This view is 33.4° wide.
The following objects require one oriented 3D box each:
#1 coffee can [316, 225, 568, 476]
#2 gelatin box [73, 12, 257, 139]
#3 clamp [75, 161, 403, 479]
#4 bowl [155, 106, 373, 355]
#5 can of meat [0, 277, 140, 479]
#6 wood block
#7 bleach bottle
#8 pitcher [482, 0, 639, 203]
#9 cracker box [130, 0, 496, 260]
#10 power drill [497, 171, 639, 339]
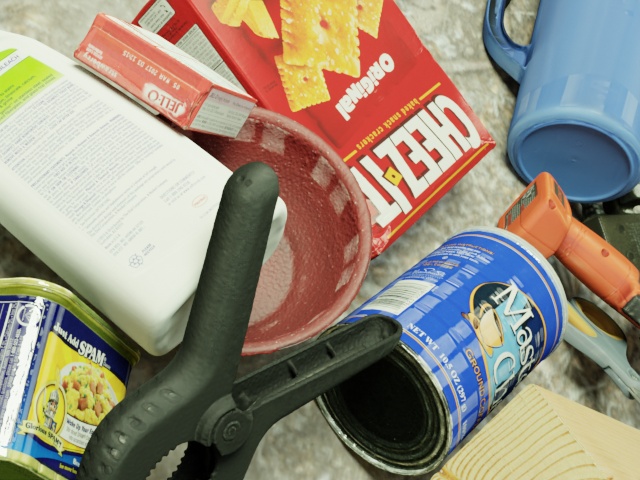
[{"bbox_3d":[0.076,0.065,0.667,0.140,0.103,0.103,-33,90,-41],"label":"coffee can"},{"bbox_3d":[-0.081,-0.086,0.576,0.073,0.030,0.089,33,9,9],"label":"gelatin box"},{"bbox_3d":[-0.054,0.073,0.506,0.210,0.036,0.164,-47,137,-15],"label":"clamp"},{"bbox_3d":[-0.054,0.001,0.615,0.162,0.055,0.162,6,61,-11],"label":"bowl"},{"bbox_3d":[-0.136,0.078,0.513,0.102,0.057,0.084,57,35,-56],"label":"can of meat"},{"bbox_3d":[0.173,0.169,0.644,0.205,0.090,0.091,26,23,-44],"label":"wood block"},{"bbox_3d":[-0.142,-0.057,0.557,0.251,0.068,0.102,40,63,12],"label":"bleach bottle"},{"bbox_3d":[0.221,-0.155,0.879,0.145,0.149,0.242,45,51,-30],"label":"pitcher"},{"bbox_3d":[0.002,-0.103,0.716,0.213,0.072,0.164,53,49,-4],"label":"cracker box"},{"bbox_3d":[0.211,0.040,0.756,0.187,0.057,0.184,40,16,-4],"label":"power drill"}]
